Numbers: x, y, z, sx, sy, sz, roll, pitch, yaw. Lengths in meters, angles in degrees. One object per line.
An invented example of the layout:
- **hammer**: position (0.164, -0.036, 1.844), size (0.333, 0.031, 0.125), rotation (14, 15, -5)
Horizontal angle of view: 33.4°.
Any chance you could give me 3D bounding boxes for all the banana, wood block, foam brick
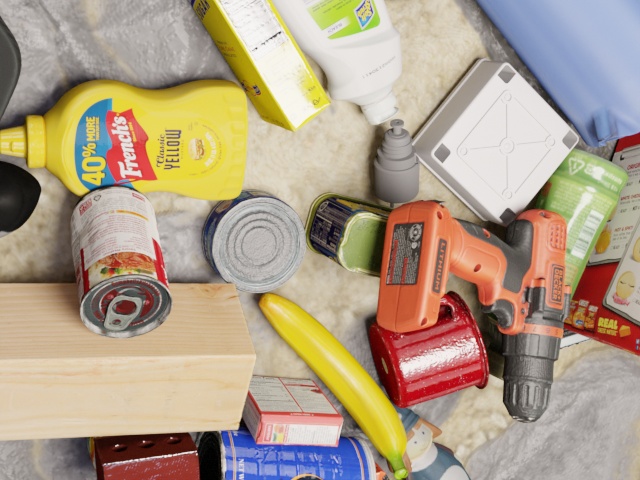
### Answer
- **banana**: position (0.019, 0.119, 0.940), size (0.037, 0.069, 0.198), rotation (-40, 88, 1)
- **wood block**: position (-0.167, 0.095, 0.851), size (0.205, 0.091, 0.090), rotation (1, 128, -20)
- **foam brick**: position (-0.138, 0.186, 0.856), size (0.078, 0.053, 0.051), rotation (-5, 104, -18)

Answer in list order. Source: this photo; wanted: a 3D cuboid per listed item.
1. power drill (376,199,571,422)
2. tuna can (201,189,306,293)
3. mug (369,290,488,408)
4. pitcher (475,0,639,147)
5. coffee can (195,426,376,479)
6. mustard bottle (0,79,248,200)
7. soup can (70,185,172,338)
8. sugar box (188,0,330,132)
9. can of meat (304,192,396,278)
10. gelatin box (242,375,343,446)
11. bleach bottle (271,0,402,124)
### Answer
- **power drill**: position (0.132, 0.051, 0.881), size (0.187, 0.057, 0.184), rotation (15, 76, -39)
- **tuna can**: position (-0.056, 0.001, 0.912), size (0.086, 0.034, 0.086), rotation (-4, 103, -18)
- **mug**: position (0.094, 0.093, 0.949), size (0.081, 0.093, 0.117), rotation (-17, 137, -10)
- **pitcher**: position (0.214, -0.213, 0.918), size (0.145, 0.149, 0.242), rotation (-42, 109, 10)
- **coffee can**: position (-0.035, 0.217, 0.929), size (0.140, 0.103, 0.103), rotation (9, 99, -20)
- **mustard bottle**: position (-0.156, -0.079, 0.846), size (0.191, 0.058, 0.096), rotation (-2, 113, -18)
- **soup can**: position (-0.154, 0.015, 0.818), size (0.068, 0.102, 0.068), rotation (-10, 136, -10)
- **sugar box**: position (-0.063, -0.172, 0.840), size (0.048, 0.093, 0.176), rotation (-38, 110, -8)
- **can of meat**: position (0.048, 0.000, 0.920), size (0.102, 0.084, 0.057), rotation (13, 97, -21)
- **gelatin box**: position (-0.030, 0.147, 0.923), size (0.073, 0.089, 0.030), rotation (6, 103, -20)
- **bleach bottle**: position (-0.007, -0.205, 0.870), size (0.102, 0.068, 0.251), rotation (-32, 112, -10)
